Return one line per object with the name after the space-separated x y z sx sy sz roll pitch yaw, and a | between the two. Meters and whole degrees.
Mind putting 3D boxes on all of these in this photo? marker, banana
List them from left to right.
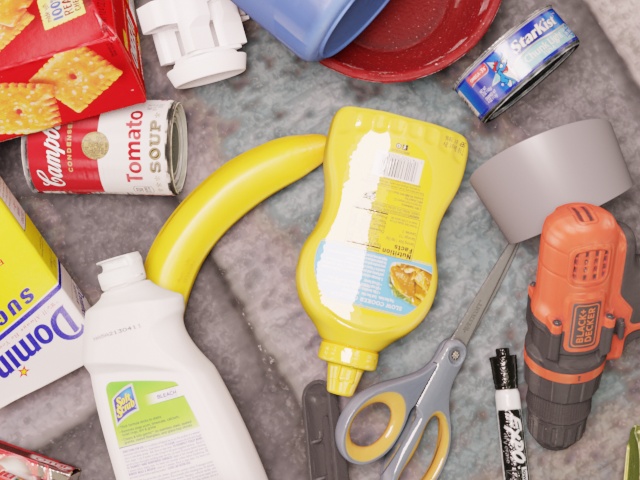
-0.072 -0.006 0.752 0.069 0.037 0.198 34 89 -16 | banana
0.131 0.134 0.730 0.020 0.020 0.121 -6 84 3 | marker

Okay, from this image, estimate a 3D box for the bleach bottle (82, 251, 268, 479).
-0.090 0.128 0.706 0.102 0.068 0.251 -17 90 8 | bleach bottle

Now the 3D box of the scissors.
0.071 0.079 0.724 0.096 0.016 0.202 20 86 -27 | scissors

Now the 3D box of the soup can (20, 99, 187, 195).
-0.148 -0.065 0.745 0.102 0.068 0.068 1 84 3 | soup can

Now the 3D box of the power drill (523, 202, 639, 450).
0.223 0.054 0.688 0.187 0.057 0.184 -7 125 -8 | power drill

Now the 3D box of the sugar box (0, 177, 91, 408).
-0.225 0.024 0.706 0.093 0.048 0.176 -29 118 1 | sugar box

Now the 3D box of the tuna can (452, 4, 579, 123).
0.133 -0.118 0.723 0.086 0.086 0.034 -39 85 -1 | tuna can

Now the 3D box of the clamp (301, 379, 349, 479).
0.009 0.200 0.690 0.036 0.164 0.210 -27 99 35 | clamp

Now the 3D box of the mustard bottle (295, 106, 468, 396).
0.035 0.011 0.729 0.096 0.058 0.191 14 85 -7 | mustard bottle

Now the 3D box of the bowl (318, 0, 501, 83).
0.047 -0.184 0.750 0.162 0.055 0.162 0 84 4 | bowl

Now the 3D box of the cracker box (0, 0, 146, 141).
-0.235 -0.143 0.723 0.213 0.072 0.164 -14 53 2 | cracker box
